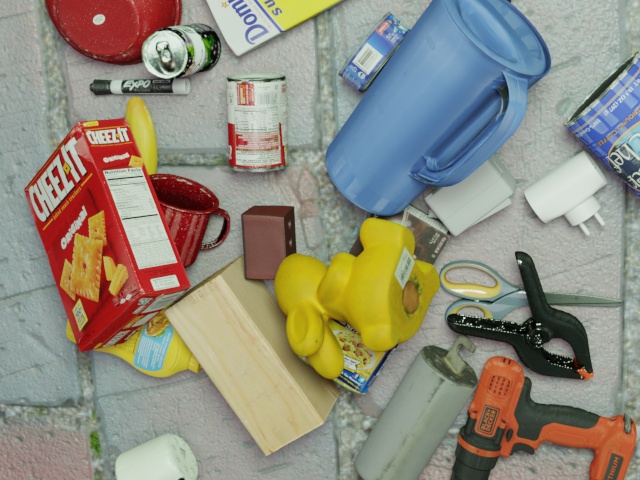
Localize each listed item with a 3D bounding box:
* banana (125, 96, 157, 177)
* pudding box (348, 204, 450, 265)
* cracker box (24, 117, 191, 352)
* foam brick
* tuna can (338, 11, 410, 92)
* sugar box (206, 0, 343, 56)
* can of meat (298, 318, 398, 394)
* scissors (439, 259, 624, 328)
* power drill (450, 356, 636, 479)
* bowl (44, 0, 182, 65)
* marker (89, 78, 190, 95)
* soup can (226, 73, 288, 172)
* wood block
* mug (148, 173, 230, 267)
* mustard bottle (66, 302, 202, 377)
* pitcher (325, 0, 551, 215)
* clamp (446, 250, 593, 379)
[{"bbox_3d":[-0.229,-0.069,1.262,0.069,0.037,0.198,27,110,3],"label":"banana"},{"bbox_3d":[0.084,0.014,1.205,0.090,0.039,0.114,30,110,4],"label":"pudding box"},{"bbox_3d":[-0.246,-0.005,1.198,0.164,0.071,0.214,-37,70,44],"label":"cracker box"},{"bbox_3d":[-0.058,0.002,1.230,0.051,0.053,0.078,1,106,14],"label":"foam brick"},{"bbox_3d":[0.058,-0.198,1.129,0.034,0.086,0.086,40,110,0],"label":"tuna can"},{"bbox_3d":[-0.036,-0.279,1.152,0.176,0.048,0.093,-26,97,18],"label":"sugar box"},{"bbox_3d":[0.034,0.117,1.231,0.102,0.057,0.084,33,103,3],"label":"can of meat"},{"bbox_3d":[0.227,0.079,1.200,0.202,0.016,0.096,18,110,9],"label":"scissors"},{"bbox_3d":[0.251,0.240,1.214,0.188,0.057,0.184,17,108,9],"label":"power drill"},{"bbox_3d":[-0.237,-0.257,1.177,0.162,0.055,0.162,5,126,7],"label":"bowl"},{"bbox_3d":[-0.211,-0.178,1.237,0.121,0.020,0.020,1,105,14],"label":"marker"},{"bbox_3d":[-0.070,-0.132,1.189,0.068,0.068,0.102,2,105,13],"label":"soup can"},{"bbox_3d":[-0.078,0.133,1.251,0.090,0.090,0.206,-33,95,20],"label":"wood block"},{"bbox_3d":[-0.162,-0.019,1.240,0.117,0.093,0.082,8,117,-26],"label":"mug"},{"bbox_3d":[-0.208,0.112,1.295,0.192,0.058,0.096,23,110,7],"label":"mustard bottle"},{"bbox_3d":[0.111,-0.129,1.082,0.145,0.149,0.243,42,127,1],"label":"pitcher"},{"bbox_3d":[0.227,0.102,1.178,0.120,0.039,0.171,-36,105,26],"label":"clamp"}]
